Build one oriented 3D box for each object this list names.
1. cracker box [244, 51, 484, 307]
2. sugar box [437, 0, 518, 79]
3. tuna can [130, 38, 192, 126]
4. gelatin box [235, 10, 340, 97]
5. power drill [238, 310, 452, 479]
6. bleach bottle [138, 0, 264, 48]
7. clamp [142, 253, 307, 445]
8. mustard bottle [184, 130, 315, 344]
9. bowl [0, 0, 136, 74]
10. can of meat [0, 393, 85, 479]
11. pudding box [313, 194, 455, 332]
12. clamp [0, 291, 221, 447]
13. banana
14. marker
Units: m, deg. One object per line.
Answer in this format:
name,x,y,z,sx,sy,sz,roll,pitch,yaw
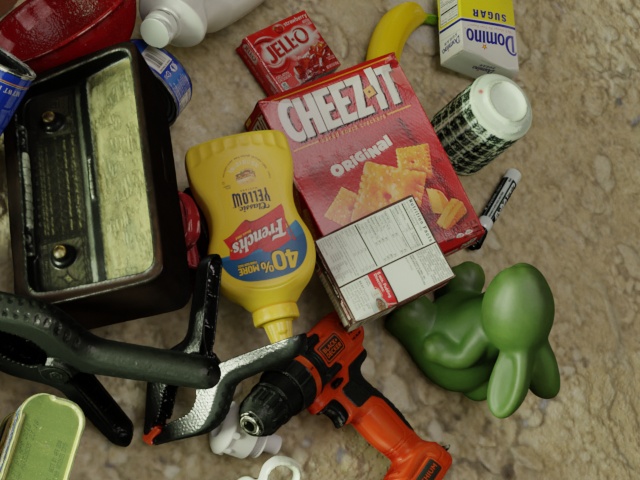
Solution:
cracker box,0.045,-0.063,1.074,0.164,0.072,0.214,-23,83,-21
sugar box,0.183,-0.276,1.256,0.093,0.048,0.176,14,61,-33
tuna can,-0.165,-0.148,1.010,0.086,0.086,0.033,37,56,-9
gelatin box,-0.033,-0.194,1.128,0.089,0.030,0.073,-31,85,-33
power drill,0.026,0.171,0.970,0.187,0.057,0.184,52,41,-2
bleach bottle,-0.103,-0.250,1.051,0.102,0.068,0.250,36,40,-6
clamp,-0.088,0.111,0.904,0.120,0.171,0.039,33,13,29
mustard bottle,-0.056,0.001,0.953,0.096,0.058,0.191,-12,77,-12
bowl,-0.228,-0.188,0.978,0.162,0.162,0.055,-54,132,-32
can of meat,-0.229,0.177,0.844,0.057,0.084,0.102,21,62,-18
pudding box,0.056,0.020,0.994,0.113,0.039,0.090,-24,80,-17
clamp,-0.191,0.089,0.829,0.209,0.165,0.036,35,45,-26
banana,0.083,-0.203,1.186,0.069,0.037,0.197,30,59,-12
marker,0.191,-0.034,1.182,0.020,0.020,0.121,39,57,-7
